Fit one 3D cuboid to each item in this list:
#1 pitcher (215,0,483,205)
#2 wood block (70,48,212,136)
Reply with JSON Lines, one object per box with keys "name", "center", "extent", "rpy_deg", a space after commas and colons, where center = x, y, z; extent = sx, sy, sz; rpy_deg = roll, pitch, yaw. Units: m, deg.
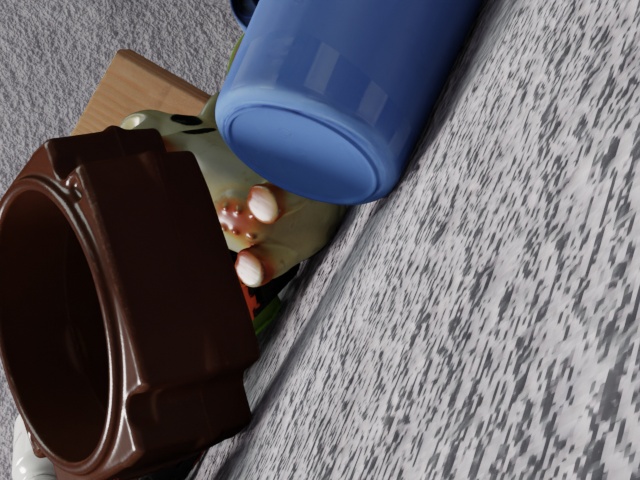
{"name": "pitcher", "center": [0.023, -0.147, 0.626], "extent": [0.242, 0.145, 0.149], "rpy_deg": [-67, 12, -24]}
{"name": "wood block", "center": [-0.099, -0.074, 0.922], "extent": [0.091, 0.206, 0.090], "rpy_deg": [-59, 7, 7]}
